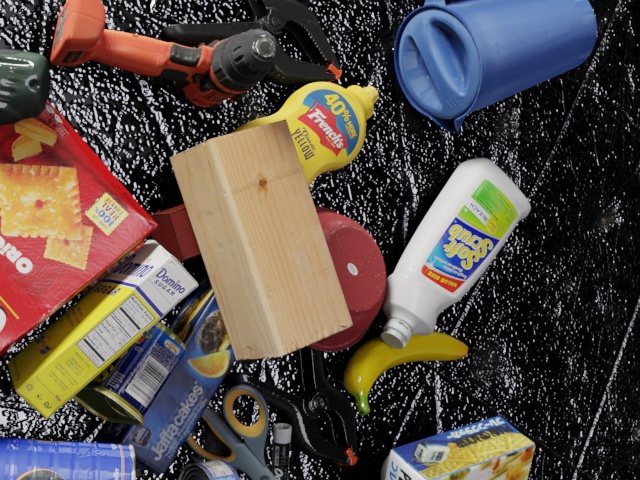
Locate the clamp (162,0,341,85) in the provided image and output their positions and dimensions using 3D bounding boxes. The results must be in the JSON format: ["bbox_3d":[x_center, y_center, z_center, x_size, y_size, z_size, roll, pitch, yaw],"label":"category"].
[{"bbox_3d":[-0.065,-0.221,1.123,0.209,0.036,0.164,41,62,-28],"label":"clamp"}]

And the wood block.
[{"bbox_3d":[-0.056,0.001,1.016,0.090,0.090,0.206,-19,93,-34],"label":"wood block"}]

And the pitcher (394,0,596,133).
[{"bbox_3d":[0.213,-0.241,1.257,0.242,0.149,0.145,-23,68,-36],"label":"pitcher"}]

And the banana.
[{"bbox_3d":[0.087,0.134,1.194,0.197,0.037,0.070,-22,75,-43],"label":"banana"}]

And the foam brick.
[{"bbox_3d":[-0.123,-0.012,1.064,0.078,0.053,0.051,-20,98,-32],"label":"foam brick"}]

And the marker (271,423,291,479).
[{"bbox_3d":[-0.042,0.249,1.104,0.020,0.020,0.121,-5,105,-34],"label":"marker"}]

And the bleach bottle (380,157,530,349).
[{"bbox_3d":[0.146,0.024,1.221,0.102,0.068,0.250,46,60,-19],"label":"bleach bottle"}]

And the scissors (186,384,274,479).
[{"bbox_3d":[-0.050,0.223,1.080,0.201,0.016,0.096,39,96,-10],"label":"scissors"}]

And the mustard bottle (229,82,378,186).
[{"bbox_3d":[-0.007,-0.115,1.144,0.191,0.058,0.096,-37,102,-30],"label":"mustard bottle"}]

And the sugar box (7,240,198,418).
[{"bbox_3d":[-0.197,0.075,0.956,0.176,0.093,0.048,-45,112,-9],"label":"sugar box"}]

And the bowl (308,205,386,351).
[{"bbox_3d":[0.019,0.035,1.136,0.161,0.055,0.162,13,69,-38],"label":"bowl"}]

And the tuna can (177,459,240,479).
[{"bbox_3d":[-0.106,0.258,1.039,0.033,0.086,0.086,-2,88,-35],"label":"tuna can"}]

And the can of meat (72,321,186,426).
[{"bbox_3d":[-0.179,0.120,0.990,0.057,0.102,0.084,44,63,-23],"label":"can of meat"}]

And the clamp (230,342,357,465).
[{"bbox_3d":[-0.009,0.163,1.139,0.120,0.039,0.171,-47,111,-23],"label":"clamp"}]

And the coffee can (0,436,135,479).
[{"bbox_3d":[-0.238,0.223,0.922,0.140,0.103,0.103,7,83,-16],"label":"coffee can"}]

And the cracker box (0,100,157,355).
[{"bbox_3d":[-0.275,-0.006,0.924,0.164,0.072,0.213,50,59,-3],"label":"cracker box"}]

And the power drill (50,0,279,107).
[{"bbox_3d":[-0.146,-0.176,0.992,0.187,0.185,0.057,14,79,-23],"label":"power drill"}]
